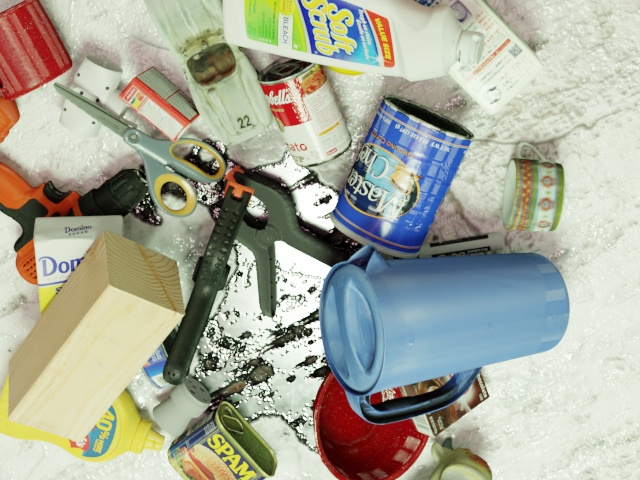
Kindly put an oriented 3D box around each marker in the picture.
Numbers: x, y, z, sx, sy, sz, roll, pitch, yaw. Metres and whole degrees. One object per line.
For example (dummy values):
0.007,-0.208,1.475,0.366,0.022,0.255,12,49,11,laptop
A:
0.139,0.009,1.166,0.121,0.020,0.020,-8,106,7,marker

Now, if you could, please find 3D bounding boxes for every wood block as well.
-0.237,0.103,1.112,0.090,0.091,0.206,26,118,-30,wood block

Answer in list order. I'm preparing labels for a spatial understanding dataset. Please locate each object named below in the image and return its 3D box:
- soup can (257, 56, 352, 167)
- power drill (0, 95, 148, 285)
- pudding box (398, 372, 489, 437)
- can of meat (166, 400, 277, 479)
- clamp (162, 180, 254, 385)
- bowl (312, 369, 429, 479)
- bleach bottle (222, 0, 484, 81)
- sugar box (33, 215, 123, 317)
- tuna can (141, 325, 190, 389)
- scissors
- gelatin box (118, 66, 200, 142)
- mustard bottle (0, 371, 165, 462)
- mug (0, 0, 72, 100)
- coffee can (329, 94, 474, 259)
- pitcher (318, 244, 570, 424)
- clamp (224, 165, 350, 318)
-0.015,-0.135,1.098,0.068,0.068,0.102,-19,118,9,soup can
-0.303,-0.065,1.155,0.184,0.057,0.187,-38,101,14,power drill
0.129,0.145,1.176,0.089,0.039,0.113,-29,108,-27,pudding box
-0.115,0.252,1.239,0.084,0.057,0.102,-37,101,16,can of meat
-0.117,0.042,1.115,0.036,0.164,0.210,19,109,-4,clamp
0.048,0.189,1.186,0.161,0.055,0.162,-3,97,-32,bowl
0.032,-0.214,1.016,0.251,0.068,0.103,14,123,17,bleach bottle
-0.258,0.055,1.158,0.093,0.048,0.176,-2,131,-10,sugar box
-0.178,0.120,1.188,0.034,0.086,0.086,-21,104,8,tuna can
-0.196,-0.088,1.121,0.201,0.016,0.096,17,90,-24,scissors
-0.164,-0.141,1.106,0.073,0.089,0.030,40,104,-8,gelatin box
-0.273,0.205,1.235,0.191,0.058,0.096,19,102,-2,mustard bottle
-0.316,-0.191,1.093,0.093,0.117,0.081,-6,118,47,mug
0.083,-0.066,1.104,0.103,0.102,0.140,23,107,-3,coffee can
0.129,0.086,1.092,0.242,0.145,0.149,-5,152,-26,pitcher
-0.058,0.001,1.168,0.120,0.039,0.171,-39,93,15,clamp
